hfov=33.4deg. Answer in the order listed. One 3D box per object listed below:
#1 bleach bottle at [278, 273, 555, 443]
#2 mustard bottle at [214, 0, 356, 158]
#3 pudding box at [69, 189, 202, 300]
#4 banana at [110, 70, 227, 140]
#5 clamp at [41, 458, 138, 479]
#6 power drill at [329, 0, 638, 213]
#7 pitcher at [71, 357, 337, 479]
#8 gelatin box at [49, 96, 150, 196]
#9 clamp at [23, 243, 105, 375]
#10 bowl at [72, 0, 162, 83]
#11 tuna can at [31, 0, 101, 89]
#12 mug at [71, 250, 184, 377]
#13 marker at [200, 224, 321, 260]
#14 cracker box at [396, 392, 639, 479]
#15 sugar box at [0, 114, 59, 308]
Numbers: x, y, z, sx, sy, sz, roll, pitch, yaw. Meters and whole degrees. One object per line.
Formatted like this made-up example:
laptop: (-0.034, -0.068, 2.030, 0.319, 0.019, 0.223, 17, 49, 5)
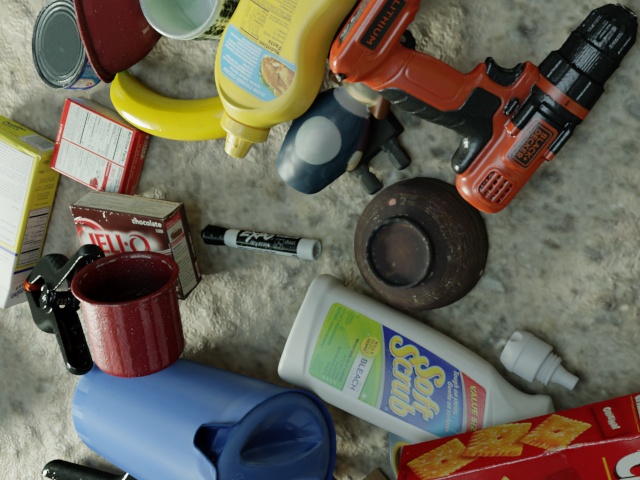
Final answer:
bleach bottle: (0.096, 0.118, 0.880, 0.251, 0.068, 0.102, 21, 88, 17)
mustard bottle: (-0.035, -0.152, 0.843, 0.096, 0.058, 0.192, 36, 115, 28)
pudding box: (-0.173, 0.003, 1.004, 0.114, 0.039, 0.090, 7, 126, 26)
banana: (-0.122, -0.124, 0.969, 0.198, 0.037, 0.070, 14, 106, 26)
clamp: (-0.187, 0.260, 1.076, 0.210, 0.036, 0.164, -37, 82, 26)
power drill: (0.116, -0.134, 0.788, 0.187, 0.057, 0.184, 33, 106, -11)
pitcher: (-0.106, 0.174, 0.950, 0.243, 0.144, 0.149, 12, 120, 45)
gelatin box: (-0.212, -0.089, 1.028, 0.089, 0.030, 0.073, 25, 110, 19)
clamp: (-0.249, 0.065, 1.027, 0.172, 0.039, 0.120, -4, 76, 60)
bowl: (-0.171, -0.220, 0.928, 0.055, 0.162, 0.162, -5, 98, 3)
tuna can: (-0.235, -0.185, 1.010, 0.086, 0.033, 0.086, 5, 97, 41)
mug: (-0.167, 0.061, 0.945, 0.093, 0.117, 0.081, -10, 119, -9)
marker: (-0.056, 0.001, 0.968, 0.121, 0.020, 0.020, 8, 103, 27)
cracker box: (0.183, 0.217, 0.804, 0.214, 0.072, 0.164, -15, 106, 16)
sugar box: (-0.325, -0.029, 1.093, 0.093, 0.048, 0.176, 28, 115, 21)
